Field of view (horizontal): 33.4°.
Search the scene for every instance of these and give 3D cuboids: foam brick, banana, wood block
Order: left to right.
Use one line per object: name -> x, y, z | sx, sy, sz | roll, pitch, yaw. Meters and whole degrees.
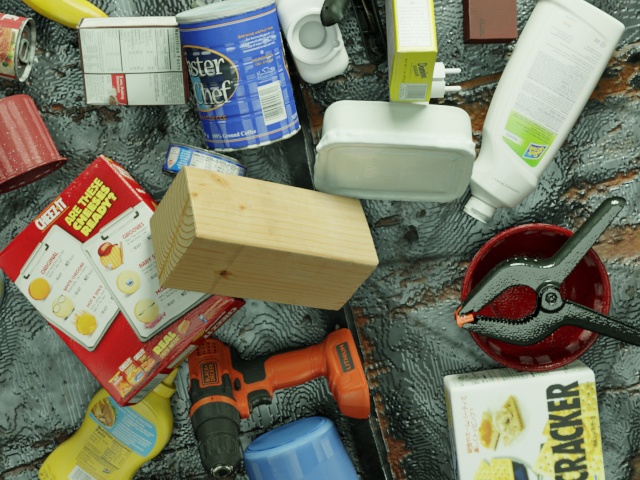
banana -> -0.308, -0.292, 1.136 | 0.069, 0.037, 0.198 | -35, 95, 4
wood block -> -0.057, 0.002, 1.086 | 0.205, 0.090, 0.091 | 10, 138, -31
foam brick -> 0.180, -0.250, 1.136 | 0.053, 0.051, 0.078 | -1, 96, 1

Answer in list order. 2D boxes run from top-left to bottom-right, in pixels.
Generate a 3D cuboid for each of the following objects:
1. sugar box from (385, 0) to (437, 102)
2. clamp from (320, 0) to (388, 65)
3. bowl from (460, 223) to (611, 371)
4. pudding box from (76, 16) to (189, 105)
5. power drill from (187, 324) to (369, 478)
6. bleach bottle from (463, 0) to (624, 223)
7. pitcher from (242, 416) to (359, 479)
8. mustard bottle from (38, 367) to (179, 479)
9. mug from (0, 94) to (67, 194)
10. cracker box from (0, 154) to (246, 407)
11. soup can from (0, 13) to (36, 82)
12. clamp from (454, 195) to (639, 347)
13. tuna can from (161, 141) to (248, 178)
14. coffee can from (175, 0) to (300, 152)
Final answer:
sugar box -> 0.089, -0.238, 1.079 | 0.048, 0.093, 0.176 | 1, 66, 0
clamp -> 0.030, -0.275, 1.102 | 0.039, 0.120, 0.171 | -11, 81, 22
bowl -> 0.231, 0.059, 1.168 | 0.162, 0.055, 0.162 | 0, 96, 0
pudding box -> -0.198, -0.190, 1.135 | 0.113, 0.039, 0.090 | -1, 116, -2
power drill -> -0.046, 0.164, 1.128 | 0.187, 0.184, 0.057 | -8, 130, -7
bleach bottle -> 0.220, -0.138, 1.144 | 0.102, 0.068, 0.251 | 28, 98, -3
pitcher -> 0.014, 0.318, 1.161 | 0.149, 0.145, 0.243 | -22, 93, -25
mustard bottle -> -0.220, 0.211, 1.181 | 0.096, 0.058, 0.192 | 37, 95, 1
mug -> -0.339, -0.097, 1.130 | 0.117, 0.093, 0.081 | -26, 91, -10
cracker box -> -0.211, 0.043, 1.133 | 0.164, 0.072, 0.214 | -44, 79, 2
soup can -> -0.361, -0.211, 1.130 | 0.102, 0.068, 0.068 | 11, 96, -1
clamp -> 0.247, 0.065, 1.121 | 0.210, 0.036, 0.164 | -22, 95, 5
tuna can -> -0.120, -0.074, 1.109 | 0.086, 0.086, 0.034 | 17, 88, -2
coffee can -> -0.084, -0.173, 1.099 | 0.103, 0.103, 0.140 | -12, 108, 1
